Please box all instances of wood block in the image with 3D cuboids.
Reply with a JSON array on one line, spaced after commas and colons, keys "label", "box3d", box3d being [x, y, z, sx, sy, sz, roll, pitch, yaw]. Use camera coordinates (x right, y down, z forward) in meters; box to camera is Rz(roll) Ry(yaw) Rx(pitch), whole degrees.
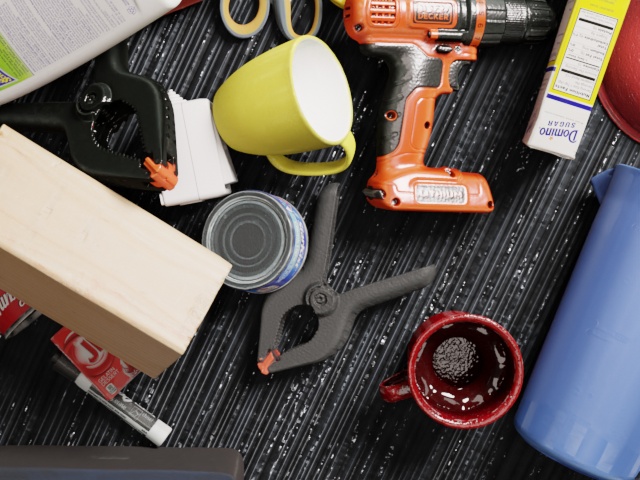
[{"label": "wood block", "box3d": [-0.188, 0.012, 0.845, 0.206, 0.091, 0.090, 32, 62, -9]}]

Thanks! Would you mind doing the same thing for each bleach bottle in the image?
[{"label": "bleach bottle", "box3d": [-0.236, -0.172, 0.840, 0.251, 0.068, 0.102, -24, 113, 19]}]

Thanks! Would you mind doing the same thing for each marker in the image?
[{"label": "marker", "box3d": [-0.183, 0.136, 0.927, 0.121, 0.020, 0.020, 36, 93, -1]}]

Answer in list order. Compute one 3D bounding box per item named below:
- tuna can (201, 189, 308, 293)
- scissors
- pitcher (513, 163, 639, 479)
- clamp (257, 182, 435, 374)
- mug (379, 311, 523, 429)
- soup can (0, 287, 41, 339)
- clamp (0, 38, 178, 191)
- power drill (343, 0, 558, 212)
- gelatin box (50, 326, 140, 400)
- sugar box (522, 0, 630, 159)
[{"label": "tuna can", "box3d": [-0.056, 0.001, 0.897, 0.086, 0.033, 0.086, -2, 83, 20]}, {"label": "scissors", "box3d": [-0.057, -0.260, 0.907, 0.096, 0.016, 0.202, -18, 92, 1]}, {"label": "pitcher", "box3d": [0.262, 0.072, 0.863, 0.145, 0.149, 0.243, 22, 96, -13]}, {"label": "clamp", "box3d": [-0.001, 0.038, 0.911, 0.171, 0.039, 0.120, -41, 77, 5]}, {"label": "mug", "box3d": [0.105, 0.108, 0.892, 0.117, 0.081, 0.093, -23, 93, 1]}, {"label": "soup can", "box3d": [-0.272, 0.023, 0.897, 0.068, 0.068, 0.102, -42, 92, 2]}, {"label": "clamp", "box3d": [-0.172, -0.116, 0.862, 0.210, 0.036, 0.164, 37, 89, 33]}, {"label": "power drill", "box3d": [0.108, -0.117, 0.887, 0.184, 0.057, 0.188, 0, 94, -12]}, {"label": "gelatin box", "box3d": [-0.172, 0.080, 0.909, 0.089, 0.030, 0.073, -43, 91, -12]}, {"label": "sugar box", "box3d": [0.212, -0.155, 0.862, 0.048, 0.093, 0.176, 16, 100, 6]}]
